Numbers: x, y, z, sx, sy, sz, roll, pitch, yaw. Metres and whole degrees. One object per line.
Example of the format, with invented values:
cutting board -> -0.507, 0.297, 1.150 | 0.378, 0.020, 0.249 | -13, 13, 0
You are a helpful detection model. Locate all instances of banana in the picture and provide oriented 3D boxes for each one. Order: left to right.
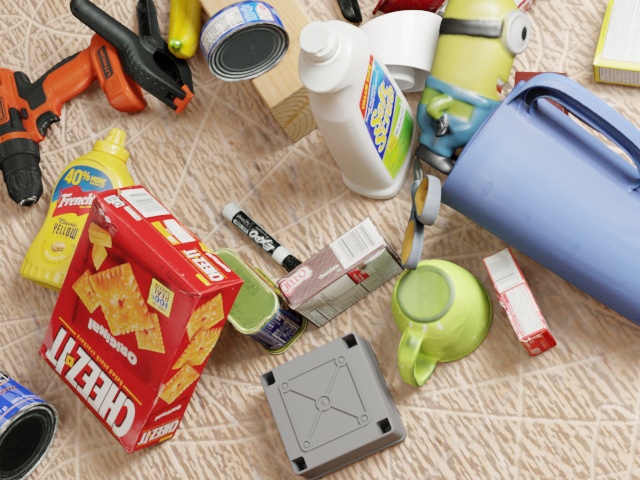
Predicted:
banana -> -0.153, -0.278, 1.222 | 0.037, 0.070, 0.198 | 5, 60, -11

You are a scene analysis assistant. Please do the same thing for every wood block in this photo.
wood block -> -0.054, -0.223, 1.158 | 0.091, 0.090, 0.206 | -34, 66, 5

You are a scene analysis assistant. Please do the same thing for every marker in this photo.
marker -> -0.057, 0.001, 1.126 | 0.121, 0.020, 0.020 | 40, 88, 25

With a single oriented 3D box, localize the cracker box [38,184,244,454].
cracker box -> -0.185, 0.078, 1.062 | 0.164, 0.071, 0.214 | 41, 121, 25

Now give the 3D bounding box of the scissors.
scissors -> 0.090, -0.028, 1.017 | 0.016, 0.202, 0.096 | 15, 97, -3

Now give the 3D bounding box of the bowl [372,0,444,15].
bowl -> 0.120, -0.288, 1.105 | 0.055, 0.162, 0.162 | 34, 85, -5

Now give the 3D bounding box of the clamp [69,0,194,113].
clamp -> -0.195, -0.220, 1.215 | 0.171, 0.120, 0.039 | 50, 131, 5

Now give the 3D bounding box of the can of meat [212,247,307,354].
can of meat -> -0.071, 0.060, 1.076 | 0.057, 0.084, 0.102 | -47, 65, -1

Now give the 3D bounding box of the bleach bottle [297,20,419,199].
bleach bottle -> 0.030, -0.127, 1.011 | 0.068, 0.250, 0.102 | 16, 79, 22

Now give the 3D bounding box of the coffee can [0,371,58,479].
coffee can -> -0.363, 0.183, 1.124 | 0.140, 0.102, 0.103 | 27, 83, 24

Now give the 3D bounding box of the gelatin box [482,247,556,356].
gelatin box -> 0.186, 0.059, 0.997 | 0.030, 0.073, 0.089 | -26, 68, 10

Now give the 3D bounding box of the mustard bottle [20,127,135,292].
mustard bottle -> -0.257, -0.035, 1.183 | 0.096, 0.058, 0.191 | 13, 77, 27

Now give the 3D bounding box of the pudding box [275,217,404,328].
pudding box -> 0.021, 0.034, 1.051 | 0.113, 0.090, 0.039 | -33, 68, 5

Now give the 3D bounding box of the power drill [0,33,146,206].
power drill -> -0.299, -0.148, 1.233 | 0.188, 0.057, 0.184 | -24, 67, 10

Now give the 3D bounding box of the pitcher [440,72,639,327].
pitcher -> 0.238, -0.031, 0.948 | 0.243, 0.149, 0.145 | 36, 94, 8

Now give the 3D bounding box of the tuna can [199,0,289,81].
tuna can -> -0.076, -0.198, 1.060 | 0.086, 0.086, 0.034 | -28, 65, 8
